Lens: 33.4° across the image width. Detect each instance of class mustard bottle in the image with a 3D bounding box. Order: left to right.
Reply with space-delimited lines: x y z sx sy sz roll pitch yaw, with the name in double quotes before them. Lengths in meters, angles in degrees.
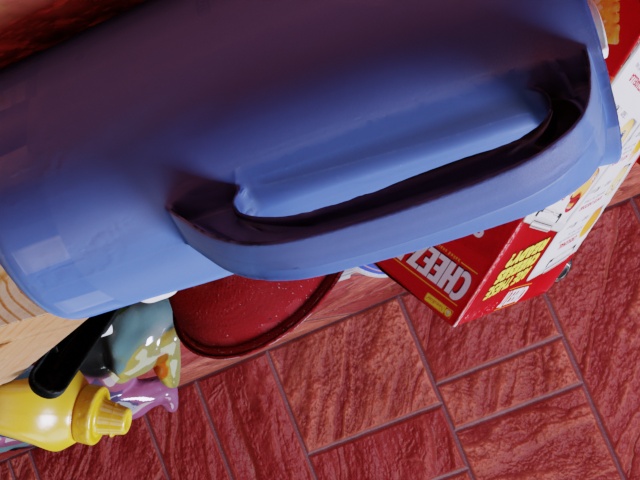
"mustard bottle" -0.225 0.109 0.746 0.192 0.058 0.096 9 176 9

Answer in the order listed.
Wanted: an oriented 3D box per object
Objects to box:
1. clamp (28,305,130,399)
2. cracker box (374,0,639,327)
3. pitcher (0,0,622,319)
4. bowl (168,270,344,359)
"clamp" -0.140 0.019 0.761 0.164 0.036 0.210 -58 -175 3
"cracker box" 0.135 -0.064 0.610 0.163 0.072 0.214 -8 132 -60
"pitcher" -0.013 -0.049 0.418 0.243 0.145 0.149 -20 174 9
"bowl" -0.055 0.001 0.744 0.162 0.162 0.055 -25 130 22
